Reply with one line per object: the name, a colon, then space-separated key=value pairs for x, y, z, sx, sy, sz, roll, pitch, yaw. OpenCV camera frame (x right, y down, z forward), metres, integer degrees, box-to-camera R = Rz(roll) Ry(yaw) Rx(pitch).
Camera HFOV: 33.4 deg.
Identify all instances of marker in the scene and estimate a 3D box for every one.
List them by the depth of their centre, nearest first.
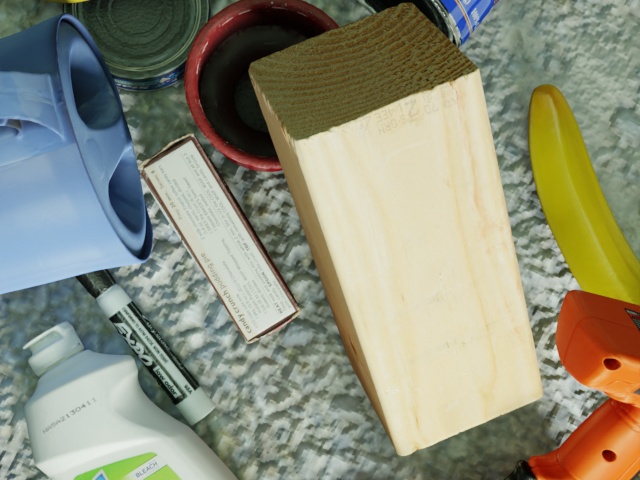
marker: x=-0.105 y=0.055 z=0.623 sx=0.020 sy=0.020 sz=0.121 roll=-38 pitch=91 yaw=-5

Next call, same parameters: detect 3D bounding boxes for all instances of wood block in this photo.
wood block: x=0.043 y=-0.002 z=0.549 sx=0.090 sy=0.091 sz=0.206 roll=-22 pitch=126 yaw=-5

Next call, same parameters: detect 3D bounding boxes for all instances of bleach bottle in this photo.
bleach bottle: x=-0.081 y=0.154 z=0.600 sx=0.102 sy=0.068 sz=0.251 roll=-33 pitch=88 yaw=-3

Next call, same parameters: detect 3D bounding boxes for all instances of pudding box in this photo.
pudding box: x=-0.054 y=0.001 z=0.594 sx=0.039 sy=0.090 sz=0.113 roll=-33 pitch=90 yaw=-5

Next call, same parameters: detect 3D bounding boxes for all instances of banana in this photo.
banana: x=0.170 y=0.003 z=0.622 sx=0.037 sy=0.070 sz=0.198 roll=-23 pitch=75 yaw=-31

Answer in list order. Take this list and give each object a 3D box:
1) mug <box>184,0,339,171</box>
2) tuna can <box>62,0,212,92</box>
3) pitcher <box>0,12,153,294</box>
mug: x=-0.019 y=-0.075 z=0.603 sx=0.117 sy=0.081 sz=0.093 roll=38 pitch=85 yaw=-2
tuna can: x=-0.106 y=-0.132 z=0.623 sx=0.086 sy=0.034 sz=0.086 roll=0 pitch=88 yaw=-4
pitcher: x=-0.220 y=-0.024 z=0.548 sx=0.243 sy=0.145 sz=0.149 roll=-16 pitch=126 yaw=3
